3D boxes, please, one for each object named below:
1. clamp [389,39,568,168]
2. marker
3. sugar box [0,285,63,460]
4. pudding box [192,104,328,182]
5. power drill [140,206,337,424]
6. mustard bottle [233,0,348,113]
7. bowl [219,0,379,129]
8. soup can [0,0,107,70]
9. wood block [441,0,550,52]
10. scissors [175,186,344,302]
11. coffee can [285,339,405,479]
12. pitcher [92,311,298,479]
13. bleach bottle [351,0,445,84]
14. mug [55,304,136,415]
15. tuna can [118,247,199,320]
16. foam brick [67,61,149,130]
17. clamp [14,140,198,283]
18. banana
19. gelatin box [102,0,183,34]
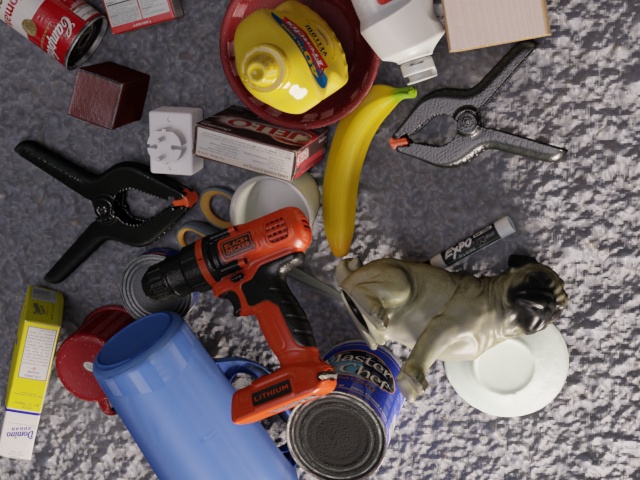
[{"bbox_3d":[0.155,-0.109,1.049,0.172,0.039,0.120,-25,81,21],"label":"clamp"},{"bbox_3d":[0.144,0.011,1.100,0.121,0.020,0.020,-30,97,20],"label":"marker"},{"bbox_3d":[-0.331,0.150,1.212,0.048,0.093,0.176,14,109,-16],"label":"sugar box"},{"bbox_3d":[-0.059,-0.099,1.075,0.114,0.090,0.039,14,113,17],"label":"pudding box"},{"bbox_3d":[-0.075,0.078,1.036,0.185,0.057,0.188,-23,78,17],"label":"power drill"},{"bbox_3d":[-0.031,-0.160,0.940,0.058,0.191,0.096,-31,97,20],"label":"mustard bottle"},{"bbox_3d":[-0.016,-0.194,1.060,0.162,0.055,0.162,4,107,12],"label":"bowl"},{"bbox_3d":[-0.281,-0.234,1.106,0.102,0.068,0.069,36,110,2],"label":"soup can"},{"bbox_3d":[0.148,-0.281,0.968,0.091,0.090,0.206,-8,98,15],"label":"wood block"},{"bbox_3d":[-0.058,0.001,1.147,0.202,0.016,0.096,13,108,9],"label":"scissors"},{"bbox_3d":[0.030,0.175,1.110,0.103,0.140,0.103,4,107,12],"label":"coffee can"},{"bbox_3d":[-0.127,0.192,1.139,0.145,0.149,0.242,-20,113,25],"label":"pitcher"},{"bbox_3d":[0.065,-0.270,0.984,0.102,0.068,0.251,-19,95,-12],"label":"bleach bottle"},{"bbox_3d":[-0.242,0.140,1.196,0.093,0.081,0.117,-3,105,14],"label":"mug"},{"bbox_3d":[-0.177,0.052,1.181,0.086,0.033,0.086,4,107,12],"label":"tuna can"},{"bbox_3d":[-0.219,-0.152,1.109,0.051,0.078,0.053,19,107,8],"label":"foam brick"},{"bbox_3d":[-0.236,-0.046,1.163,0.210,0.036,0.164,-11,103,21],"label":"clamp"},{"bbox_3d":[0.034,-0.080,1.079,0.037,0.070,0.198,3,121,-32],"label":"banana"},{"bbox_3d":[-0.189,-0.264,1.095,0.073,0.030,0.089,-11,103,18],"label":"gelatin box"}]
